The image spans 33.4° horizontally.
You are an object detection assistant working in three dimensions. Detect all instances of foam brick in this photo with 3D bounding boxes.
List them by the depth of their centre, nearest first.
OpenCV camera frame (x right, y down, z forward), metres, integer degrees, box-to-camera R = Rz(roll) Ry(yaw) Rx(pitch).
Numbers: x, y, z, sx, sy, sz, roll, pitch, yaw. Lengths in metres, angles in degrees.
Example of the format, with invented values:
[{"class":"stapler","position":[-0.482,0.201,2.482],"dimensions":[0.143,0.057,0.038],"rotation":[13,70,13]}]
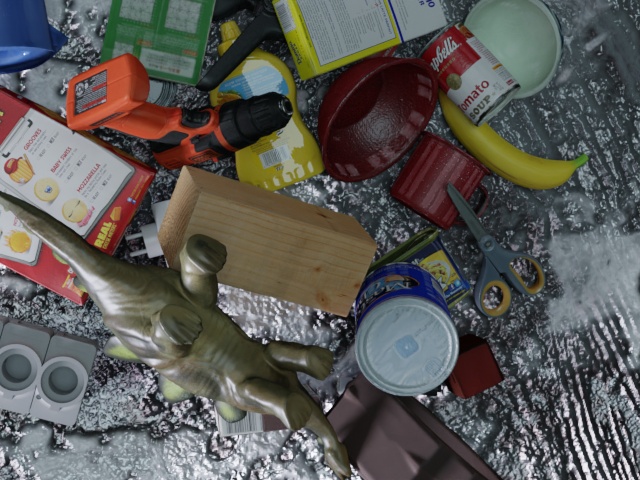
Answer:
[{"class":"foam brick","position":[0.166,0.142,1.213],"dimensions":[0.051,0.078,0.053],"rotation":[-25,93,-7]}]

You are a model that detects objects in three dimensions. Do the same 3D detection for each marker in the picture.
[{"class":"marker","position":[0.080,0.169,1.230],"dimensions":[0.121,0.020,0.020],"rotation":[3,91,-9]}]

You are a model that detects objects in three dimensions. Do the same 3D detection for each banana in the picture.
[{"class":"banana","position":[0.214,-0.109,1.237],"dimensions":[0.197,0.037,0.069],"rotation":[26,66,-10]}]

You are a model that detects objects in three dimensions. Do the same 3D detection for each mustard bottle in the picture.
[{"class":"mustard bottle","position":[-0.069,-0.150,1.180],"dimensions":[0.096,0.058,0.191],"rotation":[-20,94,5]}]

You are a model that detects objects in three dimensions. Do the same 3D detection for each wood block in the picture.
[{"class":"wood block","position":[-0.057,0.001,1.135],"dimensions":[0.205,0.091,0.090],"rotation":[16,107,-23]}]

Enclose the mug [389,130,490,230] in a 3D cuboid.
[{"class":"mug","position":[0.139,-0.060,1.203],"dimensions":[0.117,0.093,0.081],"rotation":[32,91,-28]}]

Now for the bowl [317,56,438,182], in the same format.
[{"class":"bowl","position":[0.052,-0.144,1.174],"dimensions":[0.162,0.162,0.055],"rotation":[-40,58,-6]}]

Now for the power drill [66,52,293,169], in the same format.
[{"class":"power drill","position":[-0.146,-0.129,1.081],"dimensions":[0.187,0.185,0.057],"rotation":[19,61,-49]}]

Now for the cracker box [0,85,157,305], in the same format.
[{"class":"cracker box","position":[-0.306,-0.054,1.137],"dimensions":[0.213,0.072,0.164],"rotation":[28,94,-8]}]

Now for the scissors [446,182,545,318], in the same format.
[{"class":"scissors","position":[0.179,0.021,1.204],"dimensions":[0.201,0.016,0.096],"rotation":[33,100,-32]}]

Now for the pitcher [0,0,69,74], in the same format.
[{"class":"pitcher","position":[-0.367,-0.295,1.099],"dimensions":[0.145,0.149,0.243],"rotation":[-9,89,21]}]

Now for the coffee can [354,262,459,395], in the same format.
[{"class":"coffee can","position":[0.087,0.089,1.115],"dimensions":[0.103,0.140,0.103],"rotation":[0,104,1]}]

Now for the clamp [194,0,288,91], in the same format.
[{"class":"clamp","position":[-0.065,-0.261,1.146],"dimensions":[0.209,0.036,0.164],"rotation":[-20,90,-24]}]

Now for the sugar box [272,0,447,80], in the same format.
[{"class":"sugar box","position":[0.044,-0.245,1.150],"dimensions":[0.176,0.048,0.093],"rotation":[-24,99,-27]}]

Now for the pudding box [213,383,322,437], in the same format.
[{"class":"pudding box","position":[-0.059,0.186,1.175],"dimensions":[0.113,0.090,0.039],"rotation":[-3,90,-8]}]

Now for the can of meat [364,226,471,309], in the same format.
[{"class":"can of meat","position":[0.110,0.047,1.213],"dimensions":[0.102,0.057,0.084],"rotation":[-34,98,-6]}]

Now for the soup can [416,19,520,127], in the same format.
[{"class":"soup can","position":[0.165,-0.185,1.189],"dimensions":[0.068,0.068,0.102],"rotation":[-41,82,-6]}]
